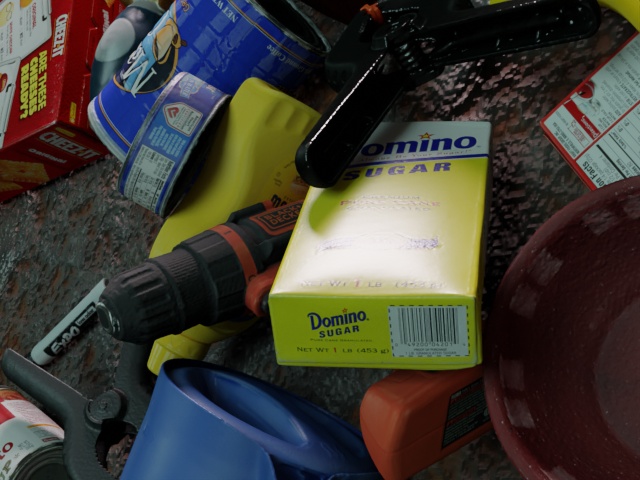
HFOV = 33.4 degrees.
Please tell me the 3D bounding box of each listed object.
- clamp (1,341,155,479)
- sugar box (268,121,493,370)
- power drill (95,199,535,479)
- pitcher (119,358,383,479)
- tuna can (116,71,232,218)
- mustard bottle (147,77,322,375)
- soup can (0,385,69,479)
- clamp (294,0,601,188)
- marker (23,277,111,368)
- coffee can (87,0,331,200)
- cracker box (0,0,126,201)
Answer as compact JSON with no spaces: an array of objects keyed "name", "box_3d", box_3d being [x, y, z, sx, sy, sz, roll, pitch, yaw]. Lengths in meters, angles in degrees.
[{"name":"clamp","box_3d":[-0.135,0.110,0.723,0.120,0.039,0.172,-35,60,-5]},{"name":"sugar box","box_3d":[0.038,-0.006,0.535,0.093,0.048,0.176,0,34,11]},{"name":"power drill","box_3d":[0.001,0.043,0.557,0.188,0.184,0.057,37,137,39]},{"name":"pitcher","box_3d":[-0.072,0.194,0.589,0.145,0.149,0.243,27,95,27]},{"name":"tuna can","box_3d":[-0.089,-0.058,0.647,0.086,0.033,0.086,-61,2,3]},{"name":"mustard bottle","box_3d":[-0.054,0.001,0.664,0.058,0.096,0.192,35,97,38]},{"name":"soup can","box_3d":[-0.218,0.156,0.771,0.102,0.068,0.068,25,90,45]},{"name":"clamp","box_3d":[0.042,-0.099,0.595,0.164,0.036,0.210,-31,22,-2]},{"name":"marker","box_3d":[-0.198,0.072,0.822,0.121,0.020,0.020,-41,49,22]},{"name":"coffee can","box_3d":[-0.076,-0.111,0.729,0.140,0.102,0.103,-46,47,17]},{"name":"cracker box","box_3d":[-0.262,-0.129,0.932,0.214,0.072,0.164,-17,62,36]}]
